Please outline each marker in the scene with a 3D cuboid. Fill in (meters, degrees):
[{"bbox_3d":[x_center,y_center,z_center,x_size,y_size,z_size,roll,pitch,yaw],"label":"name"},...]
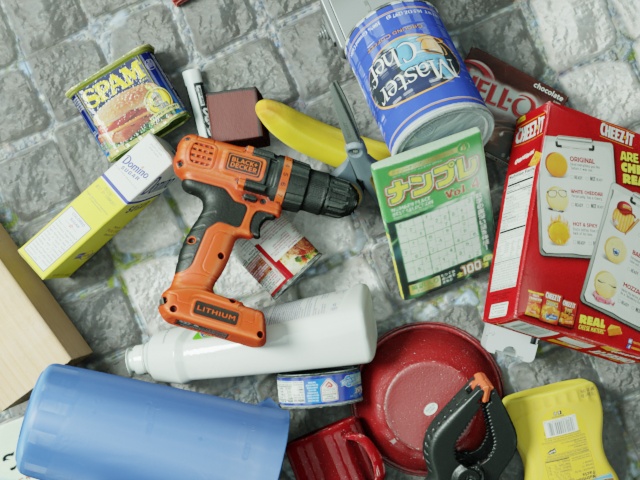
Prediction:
[{"bbox_3d":[-0.121,-0.119,1.115,0.020,0.020,0.121,-14,89,3],"label":"marker"}]

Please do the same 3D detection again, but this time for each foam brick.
[{"bbox_3d":[-0.083,-0.122,1.084,0.051,0.078,0.053,-8,87,3],"label":"foam brick"}]

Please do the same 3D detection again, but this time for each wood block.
[{"bbox_3d":[-0.337,0.061,1.089,0.090,0.091,0.206,-36,88,2],"label":"wood block"}]

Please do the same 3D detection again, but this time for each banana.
[{"bbox_3d":[0.021,-0.099,1.073,0.197,0.070,0.037,16,65,-15],"label":"banana"}]

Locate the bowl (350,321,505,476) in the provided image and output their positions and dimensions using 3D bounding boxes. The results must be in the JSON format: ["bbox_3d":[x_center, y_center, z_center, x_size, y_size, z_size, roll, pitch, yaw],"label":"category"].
[{"bbox_3d":[0.110,0.165,1.084,0.162,0.055,0.162,0,90,3],"label":"bowl"}]

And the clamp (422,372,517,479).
[{"bbox_3d":[0.131,0.229,1.044,0.164,0.036,0.210,-3,113,-12],"label":"clamp"}]

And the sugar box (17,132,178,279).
[{"bbox_3d":[-0.216,-0.033,1.083,0.176,0.093,0.048,-39,89,2],"label":"sugar box"}]

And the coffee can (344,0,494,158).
[{"bbox_3d":[0.094,-0.148,1.034,0.103,0.102,0.140,-23,62,2],"label":"coffee can"}]

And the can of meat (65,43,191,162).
[{"bbox_3d":[-0.196,-0.140,1.101,0.102,0.057,0.084,-31,91,3],"label":"can of meat"}]

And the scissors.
[{"bbox_3d":[0.020,-0.082,1.041,0.096,0.201,0.016,-16,53,25],"label":"scissors"}]

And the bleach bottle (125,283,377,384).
[{"bbox_3d":[-0.072,0.102,1.081,0.251,0.102,0.068,-9,102,9],"label":"bleach bottle"}]

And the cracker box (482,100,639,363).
[{"bbox_3d":[0.254,-0.004,1.025,0.164,0.072,0.213,17,75,-19],"label":"cracker box"}]

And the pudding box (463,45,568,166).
[{"bbox_3d":[0.181,-0.132,1.089,0.113,0.039,0.090,29,91,3],"label":"pudding box"}]

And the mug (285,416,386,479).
[{"bbox_3d":[0.021,0.224,1.062,0.093,0.117,0.081,-17,82,-37],"label":"mug"}]

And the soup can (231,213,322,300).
[{"bbox_3d":[-0.057,0.001,1.086,0.068,0.068,0.102,-44,87,2],"label":"soup can"}]

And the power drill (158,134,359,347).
[{"bbox_3d":[-0.067,0.003,1.021,0.184,0.057,0.187,15,74,-4],"label":"power drill"}]

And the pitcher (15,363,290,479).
[{"bbox_3d":[-0.158,0.205,1.004,0.242,0.149,0.145,15,95,-5],"label":"pitcher"}]

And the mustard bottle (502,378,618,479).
[{"bbox_3d":[0.250,0.242,1.074,0.096,0.058,0.191,-13,89,-2],"label":"mustard bottle"}]

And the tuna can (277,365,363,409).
[{"bbox_3d":[-0.001,0.147,1.074,0.086,0.086,0.034,-5,88,3],"label":"tuna can"}]
